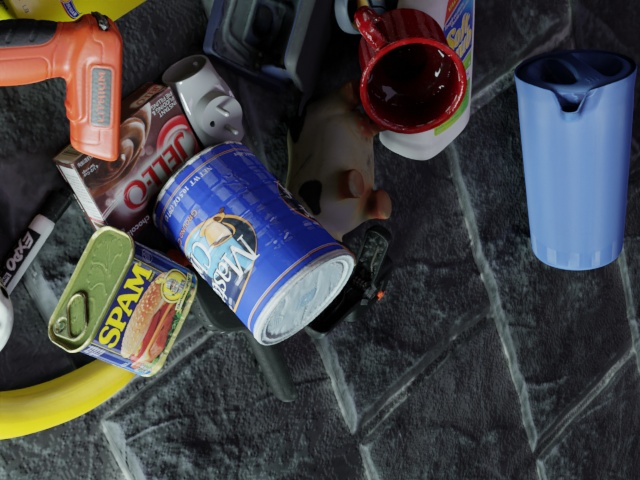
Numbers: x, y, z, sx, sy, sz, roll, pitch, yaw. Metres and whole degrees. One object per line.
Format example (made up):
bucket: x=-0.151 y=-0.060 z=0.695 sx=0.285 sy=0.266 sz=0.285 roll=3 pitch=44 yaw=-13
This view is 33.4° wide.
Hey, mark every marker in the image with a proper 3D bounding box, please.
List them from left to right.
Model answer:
marker: x=-0.236 y=0.010 z=0.848 sx=0.020 sy=0.020 sz=0.121 roll=43 pitch=73 yaw=-42

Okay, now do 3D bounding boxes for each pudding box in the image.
pudding box: x=-0.155 y=-0.064 z=0.887 sx=0.113 sy=0.039 sz=0.090 roll=-43 pitch=129 yaw=-25

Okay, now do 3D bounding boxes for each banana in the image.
banana: x=-0.229 y=0.126 z=0.868 sx=0.197 sy=0.037 sz=0.070 roll=-3 pitch=132 yaw=-46

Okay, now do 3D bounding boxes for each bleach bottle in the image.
bleach bottle: x=0.106 y=-0.204 z=1.016 sx=0.102 sy=0.068 sz=0.251 roll=-42 pitch=146 yaw=-34

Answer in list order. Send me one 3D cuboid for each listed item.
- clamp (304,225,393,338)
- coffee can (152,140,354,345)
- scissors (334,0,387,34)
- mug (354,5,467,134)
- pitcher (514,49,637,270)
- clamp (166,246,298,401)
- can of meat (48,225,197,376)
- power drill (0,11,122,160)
clamp: x=0.043 y=0.036 z=1.042 sx=0.120 sy=0.039 sz=0.171 roll=-51 pitch=171 yaw=12
coffee can: x=-0.056 y=0.001 z=0.880 sx=0.102 sy=0.140 sz=0.103 roll=-38 pitch=160 yaw=-17
scissors: x=0.052 y=-0.195 z=1.015 sx=0.096 sy=0.016 sz=0.201 roll=-62 pitch=149 yaw=-31
mug: x=0.069 y=-0.162 z=0.945 sx=0.093 sy=0.081 sz=0.117 roll=-38 pitch=120 yaw=21
pitcher: x=0.301 y=-0.097 z=1.250 sx=0.149 sy=0.145 sz=0.243 roll=-21 pitch=121 yaw=-24
clamp: x=-0.058 y=0.043 z=1.011 sx=0.209 sy=0.036 sz=0.164 roll=39 pitch=69 yaw=-42
can of meat: x=-0.156 y=0.052 z=0.861 sx=0.083 sy=0.058 sz=0.102 roll=32 pitch=81 yaw=-46
power drill: x=-0.237 y=-0.094 z=0.753 sx=0.187 sy=0.057 sz=0.184 roll=-2 pitch=113 yaw=-22
